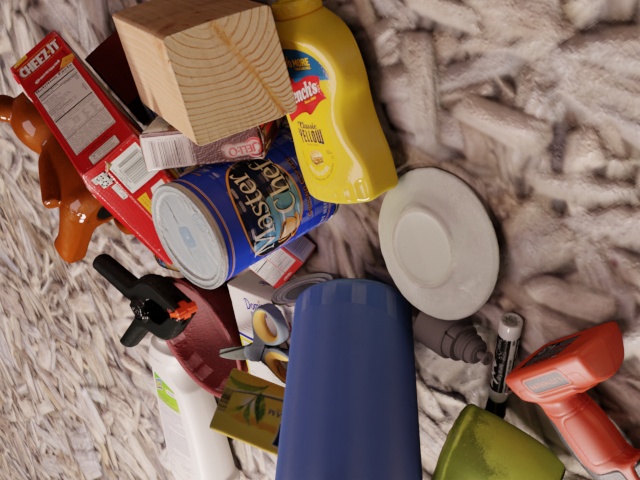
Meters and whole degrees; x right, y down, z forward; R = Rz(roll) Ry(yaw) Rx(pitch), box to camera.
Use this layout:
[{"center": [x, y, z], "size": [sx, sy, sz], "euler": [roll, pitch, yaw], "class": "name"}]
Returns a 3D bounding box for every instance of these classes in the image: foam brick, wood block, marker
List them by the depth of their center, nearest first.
[{"center": [0.154, 0.110, 0.903], "size": [0.020, 0.020, 0.121], "euler": [34, 141, 33], "class": "marker"}, {"center": [-0.104, -0.156, 0.912], "size": [0.206, 0.090, 0.091], "euler": [37, 146, 63], "class": "wood block"}, {"center": [-0.195, -0.169, 1.101], "size": [0.078, 0.051, 0.053], "euler": [47, 178, 19], "class": "foam brick"}]

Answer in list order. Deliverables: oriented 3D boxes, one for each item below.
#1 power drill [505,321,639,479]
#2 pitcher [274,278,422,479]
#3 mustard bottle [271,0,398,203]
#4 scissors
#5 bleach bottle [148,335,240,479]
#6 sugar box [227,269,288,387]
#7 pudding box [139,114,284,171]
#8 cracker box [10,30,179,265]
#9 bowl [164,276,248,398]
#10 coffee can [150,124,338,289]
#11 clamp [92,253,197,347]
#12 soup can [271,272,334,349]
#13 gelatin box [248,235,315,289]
[{"center": [0.235, 0.156, 0.795], "size": [0.187, 0.057, 0.185], "euler": [58, 148, 1], "class": "power drill"}, {"center": [0.029, 0.165, 0.929], "size": [0.149, 0.145, 0.243], "euler": [126, 152, -56], "class": "pitcher"}, {"center": [0.001, -0.127, 0.881], "size": [0.096, 0.058, 0.191], "euler": [13, 126, 55], "class": "mustard bottle"}, {"center": [-0.070, 0.098, 1.087], "size": [0.202, 0.016, 0.096], "euler": [14, 125, 57], "class": "scissors"}, {"center": [-0.172, 0.212, 1.390], "size": [0.103, 0.068, 0.251], "euler": [22, 130, 43], "class": "bleach bottle"}, {"center": [-0.041, 0.123, 1.155], "size": [0.093, 0.048, 0.176], "euler": [19, 127, 43], "class": "sugar box"}, {"center": [-0.096, -0.101, 0.961], "size": [0.113, 0.090, 0.039], "euler": [-4, 116, 13], "class": "pudding box"}, {"center": [-0.213, -0.094, 1.085], "size": [0.214, 0.072, 0.164], "euler": [48, 177, 40], "class": "cracker box"}, {"center": [-0.126, 0.102, 1.242], "size": [0.162, 0.055, 0.162], "euler": [34, 140, 34], "class": "bowl"}, {"center": [-0.068, -0.032, 0.975], "size": [0.103, 0.140, 0.103], "euler": [34, 140, 34], "class": "coffee can"}, {"center": [-0.200, 0.083, 1.238], "size": [0.172, 0.039, 0.120], "euler": [16, 130, 47], "class": "clamp"}, {"center": [-0.002, 0.091, 1.055], "size": [0.069, 0.068, 0.102], "euler": [6, 120, 52], "class": "soup can"}, {"center": [-0.057, 0.001, 1.070], "size": [0.089, 0.030, 0.073], "euler": [38, 146, -2], "class": "gelatin box"}]
